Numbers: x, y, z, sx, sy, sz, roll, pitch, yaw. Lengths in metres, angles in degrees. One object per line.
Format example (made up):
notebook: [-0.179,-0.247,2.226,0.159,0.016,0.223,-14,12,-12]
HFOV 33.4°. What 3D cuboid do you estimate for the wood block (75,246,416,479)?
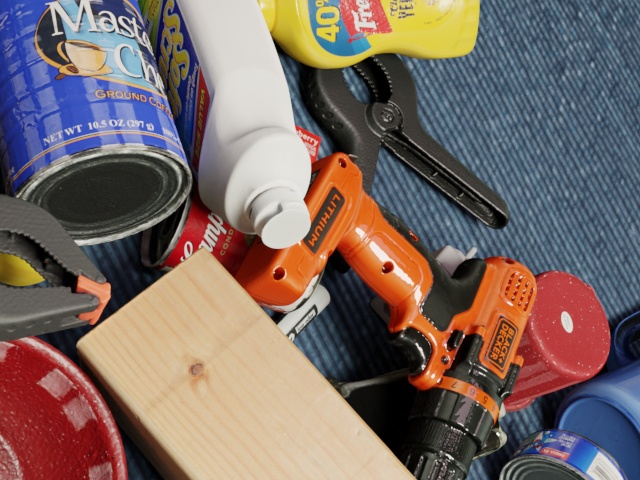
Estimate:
wood block: [-0.032,0.117,0.586,0.090,0.090,0.206,-38,78,-21]

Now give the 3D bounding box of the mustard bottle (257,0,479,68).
mustard bottle: [0.019,-0.173,0.767,0.191,0.058,0.096,-8,102,-21]

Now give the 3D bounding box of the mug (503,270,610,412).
mug: [0.163,0.066,0.788,0.117,0.082,0.093,-32,89,-39]

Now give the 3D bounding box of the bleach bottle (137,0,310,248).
bleach bottle: [-0.059,-0.099,0.641,0.068,0.103,0.251,0,44,-29]

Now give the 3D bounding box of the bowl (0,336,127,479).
bowl: [-0.180,0.124,0.532,0.161,0.055,0.162,16,63,-33]

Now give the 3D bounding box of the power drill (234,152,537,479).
power drill: [0.040,0.052,0.650,0.187,0.057,0.184,39,58,-20]

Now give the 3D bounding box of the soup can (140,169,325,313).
soup can: [-0.054,0.001,0.681,0.102,0.069,0.068,21,60,-26]

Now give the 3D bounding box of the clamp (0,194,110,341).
clamp: [-0.188,-0.006,0.535,0.171,0.039,0.120,16,62,-21]

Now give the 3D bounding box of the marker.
marker: [-0.034,0.069,0.694,0.020,0.020,0.121,50,52,-6]

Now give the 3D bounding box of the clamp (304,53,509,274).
clamp: [0.037,-0.078,0.795,0.164,0.036,0.210,-22,80,-35]

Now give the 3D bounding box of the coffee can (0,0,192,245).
coffee can: [-0.142,-0.082,0.621,0.102,0.103,0.140,-2,61,-34]

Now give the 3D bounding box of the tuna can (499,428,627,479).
tuna can: [0.170,0.174,0.744,0.086,0.086,0.033,51,50,-4]
